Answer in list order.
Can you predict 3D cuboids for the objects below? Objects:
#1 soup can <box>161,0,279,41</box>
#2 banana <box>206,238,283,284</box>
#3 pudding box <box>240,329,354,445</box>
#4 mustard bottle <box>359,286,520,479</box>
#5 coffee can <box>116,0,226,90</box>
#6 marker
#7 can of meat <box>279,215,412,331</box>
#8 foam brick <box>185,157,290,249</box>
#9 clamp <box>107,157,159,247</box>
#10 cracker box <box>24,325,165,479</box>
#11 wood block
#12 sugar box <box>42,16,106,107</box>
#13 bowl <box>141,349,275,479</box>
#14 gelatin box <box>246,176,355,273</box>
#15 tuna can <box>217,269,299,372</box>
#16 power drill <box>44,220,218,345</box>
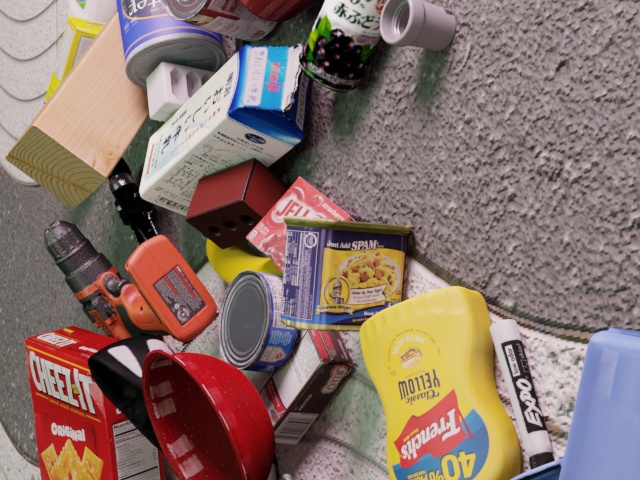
[{"bbox_3d":[-0.091,-0.231,1.008,0.069,0.102,0.068,-3,85,39],"label":"soup can"},{"bbox_3d":[-0.063,0.017,0.998,0.198,0.037,0.070,32,111,53],"label":"banana"},{"bbox_3d":[-0.024,0.109,0.927,0.114,0.039,0.090,-55,41,32],"label":"pudding box"},{"bbox_3d":[0.088,0.135,0.739,0.096,0.058,0.191,-24,65,31],"label":"mustard bottle"},{"bbox_3d":[-0.158,-0.238,1.099,0.103,0.102,0.140,-36,58,47],"label":"coffee can"},{"bbox_3d":[0.137,0.111,0.708,0.020,0.020,0.121,-40,54,46],"label":"marker"},{"bbox_3d":[0.019,0.026,0.823,0.058,0.101,0.084,6,92,55],"label":"can of meat"},{"bbox_3d":[-0.076,-0.033,0.985,0.078,0.053,0.051,-17,46,39],"label":"foam brick"},{"bbox_3d":[-0.206,-0.042,1.165,0.210,0.036,0.164,-124,13,-51],"label":"clamp"},{"bbox_3d":[-0.240,0.212,1.136,0.164,0.071,0.214,9,107,47],"label":"cracker box"},{"bbox_3d":[-0.232,-0.148,1.137,0.090,0.090,0.206,-30,28,50],"label":"wood block"},{"bbox_3d":[-0.283,-0.176,1.298,0.048,0.093,0.176,54,127,45],"label":"sugar box"},{"bbox_3d":[-0.086,0.155,0.895,0.162,0.055,0.162,35,138,40],"label":"bowl"},{"bbox_3d":[-0.014,-0.006,0.911,0.073,0.030,0.089,-48,41,0],"label":"gelatin box"},{"bbox_3d":[-0.053,0.070,0.912,0.086,0.033,0.086,-23,62,52],"label":"tuna can"},{"bbox_3d":[-0.196,0.046,1.091,0.184,0.057,0.188,54,150,-14],"label":"power drill"}]
